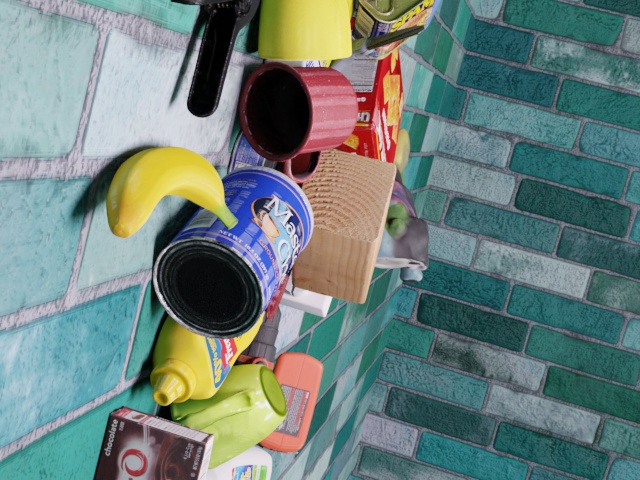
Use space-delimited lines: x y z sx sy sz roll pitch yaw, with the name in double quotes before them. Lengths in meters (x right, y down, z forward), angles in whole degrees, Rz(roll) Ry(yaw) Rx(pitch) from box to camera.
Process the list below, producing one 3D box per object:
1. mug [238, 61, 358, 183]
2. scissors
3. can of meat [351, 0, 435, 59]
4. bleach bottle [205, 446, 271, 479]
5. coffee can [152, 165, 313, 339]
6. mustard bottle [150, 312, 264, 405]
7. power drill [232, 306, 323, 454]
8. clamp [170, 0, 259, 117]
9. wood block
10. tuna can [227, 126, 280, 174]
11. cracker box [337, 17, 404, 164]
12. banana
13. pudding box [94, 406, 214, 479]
"mug" -0.018 -0.114 1.027 0.081 0.093 0.117 -13 106 -50
"scissors" 0.034 -0.196 1.161 0.096 0.016 0.202 -55 -152 -7
"can of meat" 0.085 -0.263 1.213 0.102 0.057 0.084 -38 167 -20
"bleach bottle" -0.122 0.298 1.282 0.250 0.068 0.102 38 68 -77
"coffee can" -0.075 0.008 0.962 0.140 0.103 0.103 -59 162 -55
"mustard bottle" -0.112 0.095 1.018 0.191 0.058 0.096 -56 145 -57
"power drill" -0.059 0.156 1.201 0.188 0.057 0.184 178 -73 -70
"clamp" -0.076 -0.181 0.848 0.171 0.039 0.120 -63 167 -47
"wood block" 0.022 -0.011 1.164 0.206 0.090 0.090 93 12 -69
"tuna can" -0.064 -0.079 1.084 0.086 0.034 0.086 16 90 -80
"cracker box" 0.058 -0.156 1.354 0.164 0.072 0.213 78 18 -48
"banana" -0.114 -0.040 0.803 0.037 0.069 0.197 -39 170 18
"pudding box" -0.148 0.211 0.924 0.039 0.090 0.113 -11 116 -80
